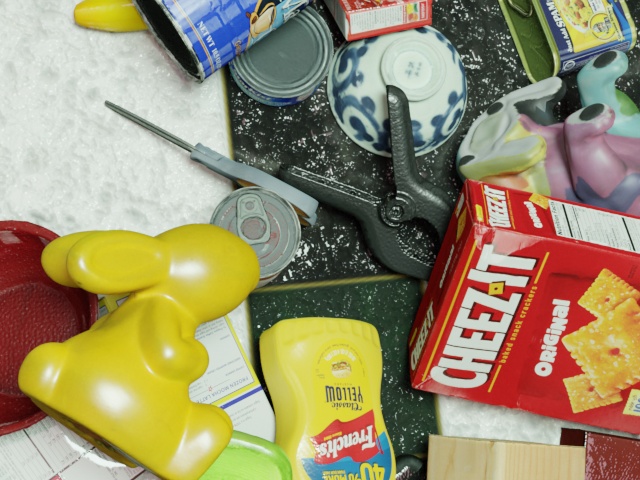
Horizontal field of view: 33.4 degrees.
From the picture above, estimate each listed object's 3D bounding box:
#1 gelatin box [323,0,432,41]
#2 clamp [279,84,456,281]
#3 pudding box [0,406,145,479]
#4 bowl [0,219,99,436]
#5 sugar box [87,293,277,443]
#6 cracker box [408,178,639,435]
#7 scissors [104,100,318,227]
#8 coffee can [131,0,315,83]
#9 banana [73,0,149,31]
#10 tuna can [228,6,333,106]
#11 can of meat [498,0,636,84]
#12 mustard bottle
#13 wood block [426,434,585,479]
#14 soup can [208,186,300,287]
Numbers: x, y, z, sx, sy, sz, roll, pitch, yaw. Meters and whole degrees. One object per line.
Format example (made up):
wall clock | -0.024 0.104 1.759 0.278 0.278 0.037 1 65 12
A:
gelatin box | 0.044 -0.204 0.883 0.073 0.030 0.089 -12 41 -9
clamp | 0.049 -0.028 0.866 0.120 0.039 0.171 -26 104 17
pudding box | -0.195 0.166 0.813 0.113 0.039 0.090 -35 88 -14
bowl | -0.232 0.069 0.798 0.162 0.055 0.162 -3 73 10
sugar box | -0.099 0.111 0.820 0.093 0.048 0.176 -22 87 -35
cracker box | 0.192 0.058 0.824 0.213 0.072 0.164 12 123 -6
scissors | -0.080 -0.059 0.866 0.202 0.096 0.016 27 82 27
coffee can | -0.066 -0.202 0.819 0.140 0.103 0.103 -37 89 -10
banana | -0.109 -0.222 0.886 0.197 0.037 0.070 -41 72 -13
tuna can | -0.034 -0.156 0.886 0.086 0.034 0.086 1 82 -9
can of meat | 0.212 -0.195 0.919 0.083 0.057 0.102 -19 86 -13
mustard bottle | 0.009 0.157 0.811 0.096 0.058 0.191 6 66 -31
wood block | 0.137 0.256 0.811 0.090 0.090 0.206 10 80 -31
soup can | -0.055 0.001 0.825 0.068 0.102 0.068 1 82 -9
